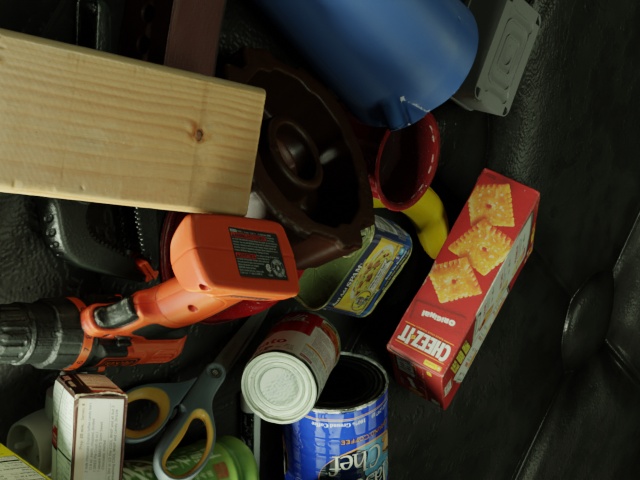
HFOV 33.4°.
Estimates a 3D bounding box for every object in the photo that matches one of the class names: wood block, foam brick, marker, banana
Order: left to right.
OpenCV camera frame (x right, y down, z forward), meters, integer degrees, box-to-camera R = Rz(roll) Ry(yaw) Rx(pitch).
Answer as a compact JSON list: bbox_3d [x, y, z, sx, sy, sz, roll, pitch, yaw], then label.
[{"bbox_3d":[-0.144,-0.071,0.670,0.205,0.090,0.091,6,95,-45],"label":"wood block"},{"bbox_3d":[-0.104,-0.159,0.761,0.051,0.053,0.078,-2,106,-50],"label":"foam brick"},{"bbox_3d":[-0.065,0.195,0.991,0.020,0.020,0.121,-21,121,-44],"label":"marker"},{"bbox_3d":[0.083,-0.031,1.062,0.070,0.037,0.197,-47,143,18],"label":"banana"}]

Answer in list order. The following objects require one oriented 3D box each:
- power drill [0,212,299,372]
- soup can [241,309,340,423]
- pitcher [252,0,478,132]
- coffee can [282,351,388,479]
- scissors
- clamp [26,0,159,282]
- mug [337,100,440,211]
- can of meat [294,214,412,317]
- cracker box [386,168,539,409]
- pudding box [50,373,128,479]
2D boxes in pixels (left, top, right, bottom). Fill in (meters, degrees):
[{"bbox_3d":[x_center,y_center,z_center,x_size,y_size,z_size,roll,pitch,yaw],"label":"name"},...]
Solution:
[{"bbox_3d":[-0.123,0.041,0.733,0.184,0.188,0.057,4,66,-52],"label":"power drill"},{"bbox_3d":[-0.024,0.109,0.929,0.102,0.068,0.068,-53,150,-70],"label":"soup can"},{"bbox_3d":[0.013,-0.210,0.834,0.145,0.149,0.242,-51,137,0],"label":"pitcher"},{"bbox_3d":[0.014,0.192,1.017,0.102,0.103,0.140,-26,125,-42],"label":"coffee can"},{"bbox_3d":[-0.110,0.111,0.891,0.016,0.096,0.201,119,-9,-46],"label":"scissors"},{"bbox_3d":[-0.164,-0.055,0.747,0.164,0.036,0.210,-52,135,-20],"label":"clamp"},{"bbox_3d":[0.040,-0.077,0.947,0.117,0.082,0.093,-27,125,-42],"label":"mug"},{"bbox_3d":[0.029,0.020,0.983,0.102,0.057,0.083,-55,146,11],"label":"can of meat"},{"bbox_3d":[0.149,0.054,1.112,0.213,0.072,0.164,-59,163,-14],"label":"cracker box"},{"bbox_3d":[-0.159,0.152,0.727,0.039,0.090,0.113,1,91,-22],"label":"pudding box"}]
